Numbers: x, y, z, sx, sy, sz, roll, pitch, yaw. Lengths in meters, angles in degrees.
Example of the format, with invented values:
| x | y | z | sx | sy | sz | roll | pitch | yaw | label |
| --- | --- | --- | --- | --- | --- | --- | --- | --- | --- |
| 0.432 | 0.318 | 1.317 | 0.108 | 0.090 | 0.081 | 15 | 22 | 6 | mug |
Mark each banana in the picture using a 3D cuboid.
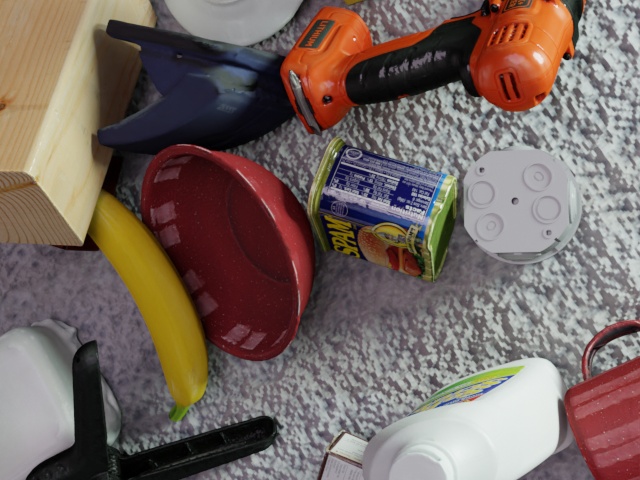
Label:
| x | y | z | sx | sy | sz | roll | pitch | yaw | label |
| --- | --- | --- | --- | --- | --- | --- | --- | --- | --- |
| -0.125 | 0.041 | 0.765 | 0.070 | 0.037 | 0.198 | -18 | 98 | 32 | banana |

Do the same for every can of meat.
| x | y | z | sx | sy | sz | roll | pitch | yaw | label |
| --- | --- | --- | --- | --- | --- | --- | --- | --- | --- |
| 0.044 | -0.018 | 0.716 | 0.084 | 0.102 | 0.057 | 18 | 73 | 14 | can of meat |

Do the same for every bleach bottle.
| x | y | z | sx | sy | sz | roll | pitch | yaw | label |
| --- | --- | --- | --- | --- | --- | --- | --- | --- | --- |
| 0.089 | 0.116 | 0.618 | 0.103 | 0.250 | 0.068 | -20 | 82 | 15 | bleach bottle |

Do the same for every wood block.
| x | y | z | sx | sy | sz | roll | pitch | yaw | label |
| --- | --- | --- | --- | --- | --- | --- | --- | --- | --- |
| -0.195 | -0.108 | 0.754 | 0.091 | 0.090 | 0.206 | 2 | 59 | 16 | wood block |

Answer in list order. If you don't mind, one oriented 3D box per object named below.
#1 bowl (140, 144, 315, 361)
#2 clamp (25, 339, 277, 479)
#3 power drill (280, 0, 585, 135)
| x | y | z | sx | sy | sz | roll | pitch | yaw | label |
| --- | --- | --- | --- | --- | --- | --- | --- | --- | --- |
| -0.055 | 0.001 | 0.747 | 0.162 | 0.055 | 0.162 | 26 | 130 | 35 | bowl |
| -0.157 | 0.161 | 0.766 | 0.210 | 0.164 | 0.036 | -41 | 34 | 18 | clamp |
| 0.079 | -0.138 | 0.703 | 0.188 | 0.184 | 0.057 | -8 | 123 | 30 | power drill |
